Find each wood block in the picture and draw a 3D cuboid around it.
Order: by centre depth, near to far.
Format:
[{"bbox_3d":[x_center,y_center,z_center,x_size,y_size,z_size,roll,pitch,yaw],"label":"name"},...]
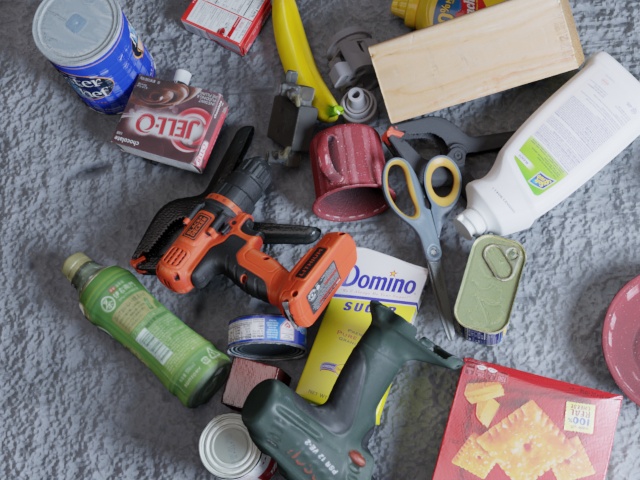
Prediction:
[{"bbox_3d":[0.170,-0.202,1.153,0.206,0.090,0.090,-15,100,22],"label":"wood block"}]

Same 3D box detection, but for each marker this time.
[{"bbox_3d":[-0.180,-0.146,1.270,0.020,0.020,0.121,13,75,12],"label":"marker"}]

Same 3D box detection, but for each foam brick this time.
[{"bbox_3d":[-0.067,0.158,1.130,0.051,0.078,0.053,13,78,12],"label":"foam brick"}]

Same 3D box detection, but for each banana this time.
[{"bbox_3d":[-0.017,-0.206,1.241,0.037,0.070,0.198,-9,61,-31],"label":"banana"}]

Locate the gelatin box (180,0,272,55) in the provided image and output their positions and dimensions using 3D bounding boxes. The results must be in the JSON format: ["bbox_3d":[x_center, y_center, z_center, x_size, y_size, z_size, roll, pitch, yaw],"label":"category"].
[{"bbox_3d":[-0.112,-0.274,1.293,0.089,0.030,0.073,26,77,15],"label":"gelatin box"}]

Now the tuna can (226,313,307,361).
[{"bbox_3d":[-0.057,0.104,1.140,0.086,0.086,0.034,-2,71,8],"label":"tuna can"}]

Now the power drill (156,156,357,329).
[{"bbox_3d":[-0.057,0.001,1.128,0.188,0.057,0.184,21,64,31],"label":"power drill"}]

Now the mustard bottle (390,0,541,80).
[{"bbox_3d":[0.174,-0.250,1.226,0.192,0.058,0.096,15,83,13],"label":"mustard bottle"}]

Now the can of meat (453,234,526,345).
[{"bbox_3d":[0.178,0.055,1.120,0.057,0.084,0.102,14,76,13],"label":"can of meat"}]

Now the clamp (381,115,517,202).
[{"bbox_3d":[0.154,-0.096,1.175,0.171,0.039,0.120,29,69,-7],"label":"clamp"}]

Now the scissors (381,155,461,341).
[{"bbox_3d":[0.132,-0.003,1.137,0.096,0.016,0.202,-28,93,-12],"label":"scissors"}]

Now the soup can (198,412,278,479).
[{"bbox_3d":[-0.082,0.217,1.101,0.068,0.102,0.068,-3,73,8],"label":"soup can"}]

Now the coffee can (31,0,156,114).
[{"bbox_3d":[-0.260,-0.220,1.241,0.103,0.140,0.103,-2,73,8],"label":"coffee can"}]

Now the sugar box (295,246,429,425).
[{"bbox_3d":[0.047,0.100,1.146,0.093,0.048,0.176,18,78,11],"label":"sugar box"}]

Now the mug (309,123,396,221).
[{"bbox_3d":[0.026,-0.080,1.171,0.093,0.117,0.081,-19,65,24],"label":"mug"}]

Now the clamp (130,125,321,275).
[{"bbox_3d":[-0.125,-0.031,1.217,0.210,0.036,0.164,-25,70,-3],"label":"clamp"}]

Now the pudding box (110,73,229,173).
[{"bbox_3d":[-0.172,-0.134,1.230,0.114,0.039,0.090,15,76,22],"label":"pudding box"}]

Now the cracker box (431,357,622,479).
[{"bbox_3d":[0.196,0.239,1.067,0.164,0.072,0.213,14,77,13],"label":"cracker box"}]

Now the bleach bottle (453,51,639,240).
[{"bbox_3d":[0.239,-0.092,1.144,0.250,0.068,0.103,-38,74,-13],"label":"bleach bottle"}]
